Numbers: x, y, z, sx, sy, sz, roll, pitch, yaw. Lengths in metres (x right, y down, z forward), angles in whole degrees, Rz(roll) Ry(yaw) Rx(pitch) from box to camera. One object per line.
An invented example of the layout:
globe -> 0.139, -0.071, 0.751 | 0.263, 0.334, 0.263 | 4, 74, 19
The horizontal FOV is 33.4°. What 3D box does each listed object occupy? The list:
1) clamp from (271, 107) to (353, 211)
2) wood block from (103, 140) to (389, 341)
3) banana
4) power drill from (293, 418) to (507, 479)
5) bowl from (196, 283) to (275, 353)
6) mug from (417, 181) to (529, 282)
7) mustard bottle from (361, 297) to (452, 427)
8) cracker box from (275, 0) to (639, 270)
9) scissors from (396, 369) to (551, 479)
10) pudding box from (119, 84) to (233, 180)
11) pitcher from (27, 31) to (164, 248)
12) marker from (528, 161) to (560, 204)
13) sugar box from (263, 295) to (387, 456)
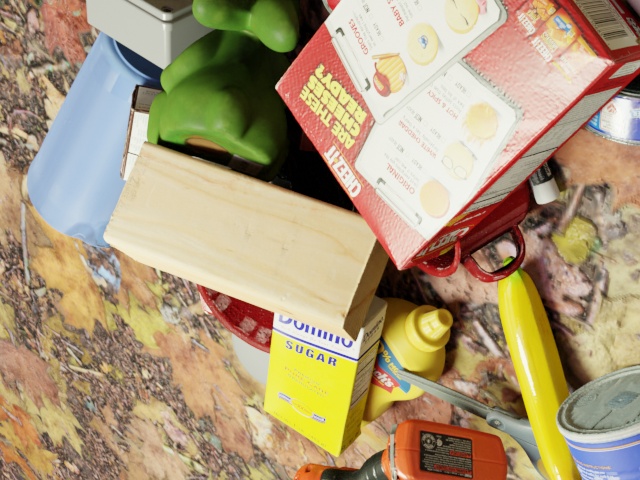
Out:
clamp -> -0.025, -0.083, 0.967 | 0.210, 0.036, 0.165 | 44, 141, 20
wood block -> -0.056, 0.002, 0.867 | 0.206, 0.090, 0.090 | 20, 171, 13
banana -> 0.174, 0.106, 0.861 | 0.037, 0.069, 0.198 | -16, 92, 21
power drill -> 0.088, 0.221, 0.968 | 0.188, 0.184, 0.057 | 134, 142, -53
bowl -> -0.040, 0.033, 1.014 | 0.162, 0.055, 0.162 | 18, 132, 21
mug -> 0.112, -0.022, 0.816 | 0.117, 0.081, 0.093 | 54, 155, 16
mustard bottle -> 0.062, 0.106, 0.991 | 0.096, 0.058, 0.192 | 57, 141, 6
cracker box -> 0.085, -0.110, 0.687 | 0.164, 0.071, 0.214 | 57, 134, 16
scissors -> 0.163, 0.170, 0.929 | 0.202, 0.016, 0.096 | 12, 134, 24
pudding box -> -0.119, -0.086, 0.962 | 0.113, 0.039, 0.090 | 9, 135, -11
pitcher -> -0.201, -0.122, 1.065 | 0.149, 0.144, 0.243 | 40, 136, 1
marker -> 0.149, -0.085, 0.798 | 0.020, 0.020, 0.121 | -10, 108, 49
sugar box -> 0.001, 0.108, 0.968 | 0.093, 0.048, 0.176 | 28, 137, 23
